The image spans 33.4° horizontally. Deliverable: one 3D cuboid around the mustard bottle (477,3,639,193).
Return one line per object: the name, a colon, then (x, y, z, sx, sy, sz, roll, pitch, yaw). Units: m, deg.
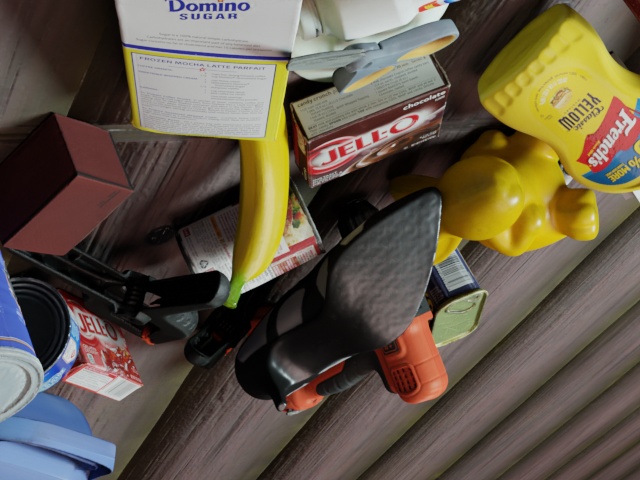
mustard bottle: (0.221, -0.091, 0.832, 0.191, 0.058, 0.096, 35, 117, -19)

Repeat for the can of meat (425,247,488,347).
can of meat: (0.119, 0.046, 1.067, 0.057, 0.084, 0.102, -21, 153, -11)

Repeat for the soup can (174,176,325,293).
soup can: (-0.056, 0.001, 0.845, 0.102, 0.068, 0.068, -26, 154, -2)

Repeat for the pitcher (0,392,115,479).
pitcher: (-0.287, 0.158, 0.846, 0.149, 0.145, 0.242, -45, 150, -1)

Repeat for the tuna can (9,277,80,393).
tuna can: (-0.225, 0.073, 0.800, 0.086, 0.086, 0.034, -23, 155, -7)

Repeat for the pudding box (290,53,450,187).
pudding box: (0.035, -0.088, 0.785, 0.113, 0.039, 0.090, -24, 164, -6)

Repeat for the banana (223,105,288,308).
banana: (-0.044, -0.047, 0.756, 0.037, 0.069, 0.198, 9, 122, 9)

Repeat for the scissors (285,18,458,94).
scissors: (0.014, -0.105, 0.654, 0.096, 0.016, 0.201, -26, 179, 42)

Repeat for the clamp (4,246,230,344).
clamp: (-0.134, 0.044, 0.816, 0.165, 0.036, 0.210, 14, 162, 11)

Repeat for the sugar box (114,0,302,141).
sugar box: (-0.062, -0.111, 0.591, 0.093, 0.048, 0.176, 4, 160, -6)

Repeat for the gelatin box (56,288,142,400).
gelatin box: (-0.188, 0.086, 0.870, 0.030, 0.073, 0.089, -32, 152, 8)

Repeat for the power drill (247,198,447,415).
power drill: (0.014, 0.072, 0.967, 0.057, 0.184, 0.188, -15, 172, -46)

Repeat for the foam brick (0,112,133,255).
foam brick: (-0.171, -0.034, 0.695, 0.078, 0.051, 0.052, -39, 152, 23)

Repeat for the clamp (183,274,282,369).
clamp: (-0.087, 0.080, 0.939, 0.120, 0.039, 0.172, -43, 172, -29)
